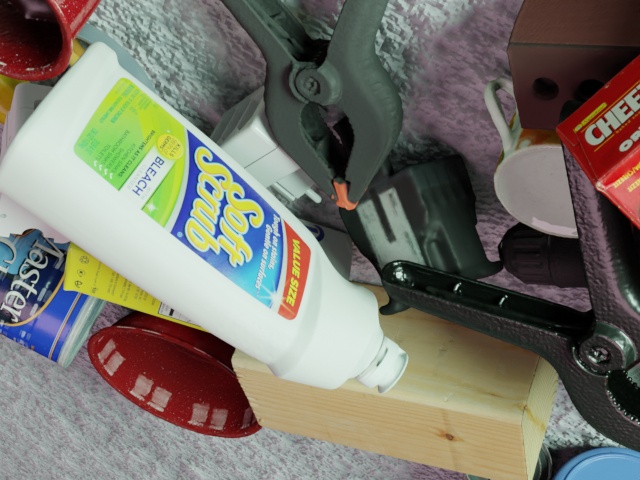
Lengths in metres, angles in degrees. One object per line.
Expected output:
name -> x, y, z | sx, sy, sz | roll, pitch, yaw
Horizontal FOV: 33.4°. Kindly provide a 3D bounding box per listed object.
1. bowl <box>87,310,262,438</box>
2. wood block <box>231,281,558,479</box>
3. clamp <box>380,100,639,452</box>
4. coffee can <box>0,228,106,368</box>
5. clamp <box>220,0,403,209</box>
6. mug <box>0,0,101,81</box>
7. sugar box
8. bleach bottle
bowl -> -0.112, 0.101, 0.899 | 0.162, 0.055, 0.162 | 17, 145, 12
wood block -> 0.055, 0.095, 0.757 | 0.206, 0.090, 0.091 | 9, 142, 22
clamp -> 0.145, 0.038, 0.527 | 0.210, 0.036, 0.165 | 40, 136, 5
coffee can -> -0.235, 0.022, 0.827 | 0.140, 0.102, 0.103 | 28, 146, -5
clamp -> -0.008, -0.096, 0.567 | 0.120, 0.039, 0.171 | 16, 130, 26
mug -> -0.167, -0.149, 0.572 | 0.117, 0.081, 0.093 | 14, 145, 16
sugar box -> -0.069, 0.013, 0.693 | 0.176, 0.093, 0.048 | 15, 134, -6
bleach bottle -> -0.054, 0.001, 0.609 | 0.250, 0.102, 0.068 | 36, 140, -11
